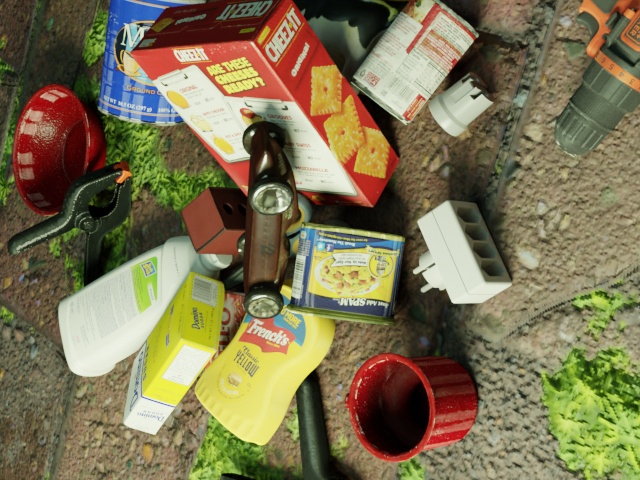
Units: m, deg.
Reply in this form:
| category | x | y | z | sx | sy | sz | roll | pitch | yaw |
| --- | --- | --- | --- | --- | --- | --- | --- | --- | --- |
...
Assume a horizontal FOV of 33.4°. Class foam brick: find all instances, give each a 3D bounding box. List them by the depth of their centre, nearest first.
| category | x | y | z | sx | sy | sz | roll | pitch | yaw |
| --- | --- | --- | --- | --- | --- | --- | --- | --- | --- |
| foam brick | -0.096 | -0.020 | 1.111 | 0.051 | 0.078 | 0.053 | -37 | 67 | 33 |

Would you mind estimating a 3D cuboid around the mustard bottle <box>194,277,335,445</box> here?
| category | x | y | z | sx | sy | sz | roll | pitch | yaw |
| --- | --- | --- | --- | --- | --- | --- | --- | --- | --- |
| mustard bottle | -0.040 | 0.098 | 1.051 | 0.096 | 0.058 | 0.191 | 37 | 95 | 40 |

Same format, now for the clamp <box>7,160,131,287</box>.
| category | x | y | z | sx | sy | sz | roll | pitch | yaw |
| --- | --- | --- | --- | --- | --- | --- | --- | --- | --- |
| clamp | -0.287 | -0.026 | 1.258 | 0.172 | 0.120 | 0.039 | -59 | 39 | 17 |

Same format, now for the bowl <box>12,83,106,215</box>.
| category | x | y | z | sx | sy | sz | roll | pitch | yaw |
| --- | --- | --- | --- | --- | --- | --- | --- | --- | --- |
| bowl | -0.314 | -0.110 | 1.319 | 0.162 | 0.055 | 0.162 | -2 | 87 | 41 |

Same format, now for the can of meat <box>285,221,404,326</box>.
| category | x | y | z | sx | sy | sz | roll | pitch | yaw |
| --- | --- | --- | --- | --- | --- | --- | --- | --- | --- |
| can of meat | 0.025 | 0.030 | 0.990 | 0.057 | 0.102 | 0.084 | -168 | 86 | -77 |

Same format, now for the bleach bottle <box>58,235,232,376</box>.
| category | x | y | z | sx | sy | sz | roll | pitch | yaw |
| --- | --- | --- | --- | --- | --- | --- | --- | --- | --- |
| bleach bottle | -0.193 | 0.068 | 1.203 | 0.251 | 0.067 | 0.102 | -27 | 71 | 35 |

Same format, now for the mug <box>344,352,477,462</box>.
| category | x | y | z | sx | sy | sz | roll | pitch | yaw |
| --- | --- | --- | --- | --- | --- | --- | --- | --- | --- |
| mug | 0.076 | 0.145 | 0.950 | 0.117 | 0.081 | 0.093 | -7 | 84 | 40 |

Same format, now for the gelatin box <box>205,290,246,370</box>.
| category | x | y | z | sx | sy | sz | roll | pitch | yaw |
| --- | --- | --- | --- | --- | --- | --- | --- | --- | --- |
| gelatin box | -0.086 | 0.100 | 1.127 | 0.073 | 0.030 | 0.089 | 7 | 92 | 41 |

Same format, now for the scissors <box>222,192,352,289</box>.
| category | x | y | z | sx | sy | sz | roll | pitch | yaw |
| --- | --- | --- | --- | --- | --- | --- | --- | --- | --- |
| scissors | -0.057 | 0.001 | 1.082 | 0.202 | 0.096 | 0.016 | -15 | 37 | 38 |

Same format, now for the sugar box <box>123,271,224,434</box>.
| category | x | y | z | sx | sy | sz | roll | pitch | yaw |
| --- | --- | --- | --- | --- | --- | --- | --- | --- | --- |
| sugar box | -0.157 | 0.122 | 1.132 | 0.176 | 0.048 | 0.093 | -51 | 26 | 40 |

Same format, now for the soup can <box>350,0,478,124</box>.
| category | x | y | z | sx | sy | sz | roll | pitch | yaw |
| --- | --- | --- | --- | --- | --- | --- | --- | --- | --- |
| soup can | 0.083 | -0.163 | 0.951 | 0.069 | 0.068 | 0.102 | 43 | 100 | 34 |

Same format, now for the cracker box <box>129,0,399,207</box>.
| category | x | y | z | sx | sy | sz | roll | pitch | yaw |
| --- | --- | --- | --- | --- | --- | --- | --- | --- | --- |
| cracker box | -0.048 | -0.125 | 0.991 | 0.164 | 0.213 | 0.072 | 5 | 54 | 42 |

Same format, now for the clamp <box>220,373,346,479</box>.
| category | x | y | z | sx | sy | sz | roll | pitch | yaw |
| --- | --- | --- | --- | --- | --- | --- | --- | --- | --- |
| clamp | -0.004 | 0.244 | 1.046 | 0.210 | 0.036 | 0.165 | 43 | 114 | 35 |

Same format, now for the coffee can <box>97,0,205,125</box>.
| category | x | y | z | sx | sy | sz | roll | pitch | yaw |
| --- | --- | --- | --- | --- | --- | --- | --- | --- | --- |
| coffee can | -0.185 | -0.207 | 1.167 | 0.103 | 0.102 | 0.140 | 26 | 114 | 39 |
